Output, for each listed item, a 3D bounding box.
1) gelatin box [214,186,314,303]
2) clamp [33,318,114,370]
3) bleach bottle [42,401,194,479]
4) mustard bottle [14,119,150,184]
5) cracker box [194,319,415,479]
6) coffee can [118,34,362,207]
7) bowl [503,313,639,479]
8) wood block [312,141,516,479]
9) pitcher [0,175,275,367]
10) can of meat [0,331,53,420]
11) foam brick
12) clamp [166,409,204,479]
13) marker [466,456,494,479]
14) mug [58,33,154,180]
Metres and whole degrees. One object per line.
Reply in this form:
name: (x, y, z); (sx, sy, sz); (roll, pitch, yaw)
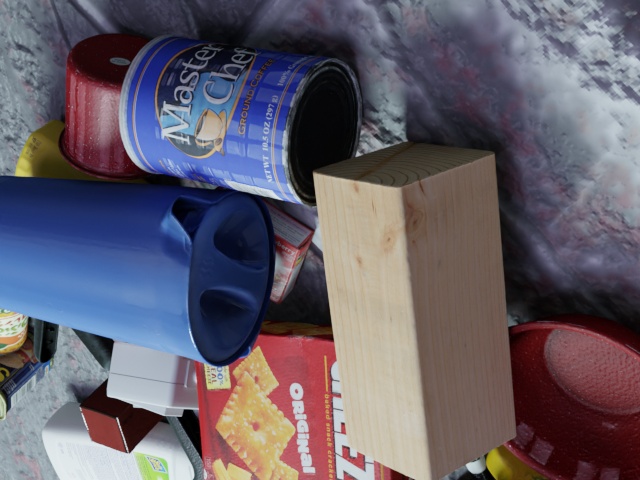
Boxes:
gelatin box: (-0.056, 0.001, 0.881); (0.089, 0.030, 0.073); (32, 137, 10)
clamp: (-0.270, 0.057, 1.069); (0.120, 0.039, 0.171); (-12, 104, 34)
bleach bottle: (-0.182, 0.239, 1.151); (0.251, 0.068, 0.102); (4, 126, 32)
mustard bottle: (-0.176, -0.019, 0.933); (0.192, 0.058, 0.096); (34, 132, 9)
cracker box: (-0.009, 0.154, 0.889); (0.214, 0.071, 0.164); (1, 97, 41)
coffee can: (-0.056, -0.086, 0.754); (0.140, 0.102, 0.103); (13, 131, 28)
bowl: (0.193, 0.107, 0.764); (0.162, 0.055, 0.162); (20, 134, 22)
wood block: (0.066, 0.046, 0.730); (0.090, 0.090, 0.206); (15, 118, 51)
pitcher: (-0.163, 0.021, 0.843); (0.243, 0.144, 0.149); (8, 101, 25)
can of meat: (-0.360, 0.136, 1.180); (0.102, 0.083, 0.057); (30, 137, 13)
foam brick: (-0.197, 0.169, 1.092); (0.051, 0.078, 0.053); (11, 128, 30)
clamp: (-0.082, 0.237, 1.035); (0.165, 0.036, 0.210); (5, 108, 30)
marker: (0.122, 0.166, 0.894); (0.020, 0.020, 0.121); (-4, 122, 39)
mug: (-0.160, -0.113, 0.831); (0.117, 0.093, 0.081); (-123, 33, -41)
